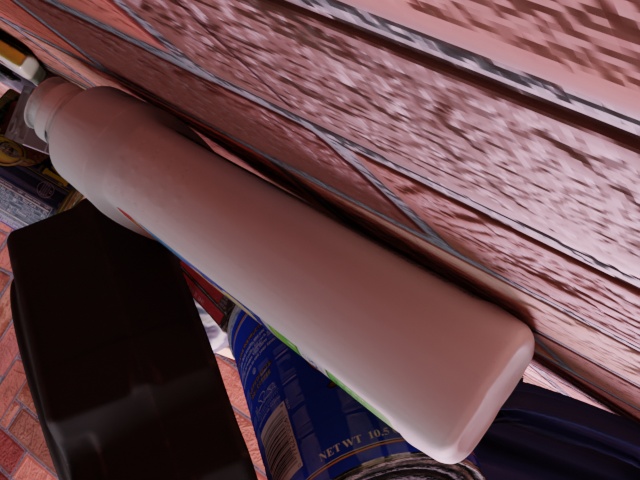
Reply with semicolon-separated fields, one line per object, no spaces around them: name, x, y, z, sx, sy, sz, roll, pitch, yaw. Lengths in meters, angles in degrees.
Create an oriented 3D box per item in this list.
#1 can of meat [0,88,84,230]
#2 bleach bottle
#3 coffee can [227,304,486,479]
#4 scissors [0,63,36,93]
can of meat;-0.204;-0.051;0.748;0.084;0.058;0.102;31;-148;-10
bleach bottle;-0.028;0.001;0.477;0.251;0.068;0.102;33;177;18
coffee can;0.015;0.089;0.554;0.102;0.103;0.140;34;-157;-39
scissors;-0.251;-0.136;0.786;0.096;0.016;0.202;34;178;-9
